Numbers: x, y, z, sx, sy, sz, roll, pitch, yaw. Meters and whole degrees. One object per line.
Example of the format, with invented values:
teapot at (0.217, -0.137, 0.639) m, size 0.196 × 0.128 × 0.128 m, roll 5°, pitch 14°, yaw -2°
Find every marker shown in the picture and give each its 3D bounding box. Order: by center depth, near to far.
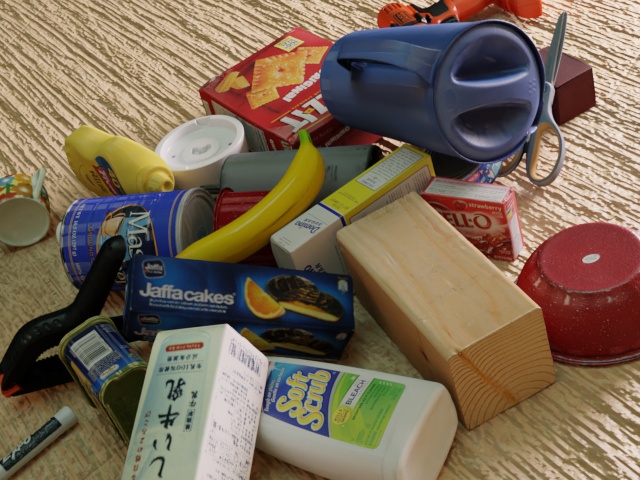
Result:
marker at (-0.275, 0.198, 0.980) m, size 0.121 × 0.020 × 0.020 m, roll -40°, pitch 42°, yaw -25°

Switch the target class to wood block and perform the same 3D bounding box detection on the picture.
wood block at (0.104, 0.055, 0.934) m, size 0.090 × 0.091 × 0.206 m, roll -28°, pitch 38°, yaw -10°

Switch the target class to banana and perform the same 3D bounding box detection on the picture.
banana at (-0.058, -0.026, 1.028) m, size 0.197 × 0.037 × 0.070 m, roll -45°, pitch 37°, yaw -15°

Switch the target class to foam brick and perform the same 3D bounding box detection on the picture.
foam brick at (0.259, -0.172, 1.182) m, size 0.053 × 0.051 × 0.078 m, roll -29°, pitch 38°, yaw -14°

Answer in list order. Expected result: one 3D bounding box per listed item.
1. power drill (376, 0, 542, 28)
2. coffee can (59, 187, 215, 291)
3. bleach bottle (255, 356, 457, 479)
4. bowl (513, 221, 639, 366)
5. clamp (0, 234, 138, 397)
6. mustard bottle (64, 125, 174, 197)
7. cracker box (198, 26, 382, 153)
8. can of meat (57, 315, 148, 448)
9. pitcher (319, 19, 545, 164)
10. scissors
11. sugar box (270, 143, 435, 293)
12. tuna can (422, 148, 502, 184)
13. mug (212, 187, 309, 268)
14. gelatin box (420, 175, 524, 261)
power drill at (0.179, -0.279, 1.344) m, size 0.187 × 0.057 × 0.184 m, roll -23°, pitch 37°, yaw -5°
coffee can at (-0.185, 0.001, 1.117) m, size 0.140 × 0.103 × 0.102 m, roll -4°, pitch 40°, yaw 19°
bleach bottle at (-0.017, 0.148, 0.897) m, size 0.251 × 0.068 × 0.102 m, roll 6°, pitch 47°, yaw 33°
bowl at (0.239, 0.033, 0.932) m, size 0.162 × 0.055 × 0.162 m, roll -12°, pitch 38°, yaw 10°
clamp at (-0.225, 0.080, 1.013) m, size 0.210 × 0.164 × 0.036 m, roll -28°, pitch 51°, yaw 3°
mustard bottle at (-0.218, -0.076, 1.208) m, size 0.058 × 0.096 × 0.192 m, roll -42°, pitch 32°, yaw -21°
cracker box at (-0.023, -0.167, 1.281) m, size 0.164 × 0.072 × 0.214 m, roll -35°, pitch 41°, yaw -19°
can of meat at (-0.180, 0.130, 0.956) m, size 0.057 × 0.102 × 0.084 m, roll -35°, pitch 42°, yaw -18°
pitcher at (0.093, -0.160, 1.076) m, size 0.144 × 0.149 × 0.243 m, roll -32°, pitch 25°, yaw -21°
scissors at (0.219, -0.146, 1.130) m, size 0.096 × 0.016 × 0.201 m, roll -11°, pitch 62°, yaw 30°
sugar box at (0.039, -0.009, 1.040) m, size 0.176 × 0.093 × 0.048 m, roll -33°, pitch 39°, yaw -18°
tuna can at (0.146, -0.081, 1.110) m, size 0.086 × 0.033 × 0.086 m, roll -25°, pitch 42°, yaw 24°
mug at (-0.057, 0.001, 1.083) m, size 0.081 × 0.093 × 0.117 m, roll -2°, pitch 69°, yaw 14°
gelatin box at (0.145, -0.020, 1.024) m, size 0.089 × 0.073 × 0.030 m, roll 10°, pitch 46°, yaw 32°
